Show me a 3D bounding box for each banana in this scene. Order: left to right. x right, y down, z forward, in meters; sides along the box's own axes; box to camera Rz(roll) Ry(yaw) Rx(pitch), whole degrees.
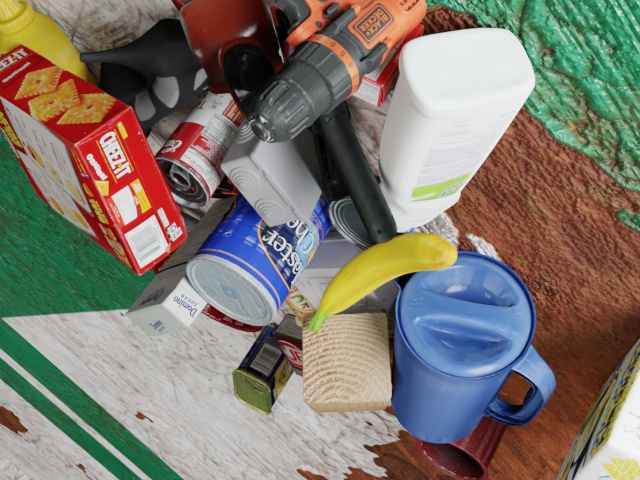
[{"bbox_3d":[0.062,0.030,1.013,0.037,0.069,0.198,28,140,-27],"label":"banana"}]

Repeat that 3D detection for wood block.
[{"bbox_3d":[0.030,0.138,1.169,0.090,0.091,0.206,-2,168,2],"label":"wood block"}]

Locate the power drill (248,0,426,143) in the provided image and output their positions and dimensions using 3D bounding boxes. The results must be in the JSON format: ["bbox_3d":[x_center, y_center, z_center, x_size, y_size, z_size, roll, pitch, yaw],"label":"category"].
[{"bbox_3d":[-0.033,-0.180,0.766,0.187,0.184,0.057,48,149,-6],"label":"power drill"}]

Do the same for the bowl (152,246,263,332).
[{"bbox_3d":[-0.127,0.045,1.304,0.162,0.055,0.162,27,157,12],"label":"bowl"}]

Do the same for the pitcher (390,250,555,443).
[{"bbox_3d":[0.142,0.130,1.101,0.145,0.149,0.243,-6,151,-4],"label":"pitcher"}]

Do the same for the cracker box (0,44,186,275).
[{"bbox_3d":[-0.233,-0.083,1.036,0.214,0.072,0.164,32,151,42],"label":"cracker box"}]

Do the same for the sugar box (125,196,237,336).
[{"bbox_3d":[-0.129,0.024,1.159,0.048,0.176,0.094,44,149,-20],"label":"sugar box"}]

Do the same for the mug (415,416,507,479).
[{"bbox_3d":[0.167,0.232,1.277,0.093,0.081,0.117,37,151,-7],"label":"mug"}]

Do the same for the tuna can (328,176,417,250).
[{"bbox_3d":[0.053,-0.024,1.050,0.086,0.033,0.086,25,150,15],"label":"tuna can"}]

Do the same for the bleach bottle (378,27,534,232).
[{"bbox_3d":[0.088,-0.073,0.881,0.251,0.102,0.068,112,142,-62],"label":"bleach bottle"}]

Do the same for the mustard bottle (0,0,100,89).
[{"bbox_3d":[-0.288,-0.181,1.128,0.096,0.058,0.191,14,146,35],"label":"mustard bottle"}]

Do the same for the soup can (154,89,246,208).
[{"bbox_3d":[-0.113,-0.091,1.044,0.068,0.102,0.068,25,150,15],"label":"soup can"}]

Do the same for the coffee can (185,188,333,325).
[{"bbox_3d":[-0.057,0.001,1.089,0.103,0.140,0.103,25,150,15],"label":"coffee can"}]

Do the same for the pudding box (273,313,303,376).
[{"bbox_3d":[0.005,0.145,1.350,0.114,0.039,0.090,11,144,34],"label":"pudding box"}]

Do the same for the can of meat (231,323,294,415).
[{"bbox_3d":[-0.071,0.170,1.418,0.057,0.083,0.102,25,150,14],"label":"can of meat"}]

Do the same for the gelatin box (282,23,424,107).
[{"bbox_3d":[0.026,-0.154,0.840,0.089,0.073,0.030,26,150,12],"label":"gelatin box"}]

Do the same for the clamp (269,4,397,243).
[{"bbox_3d":[0.009,-0.101,0.905,0.165,0.036,0.210,-129,18,-62],"label":"clamp"}]
